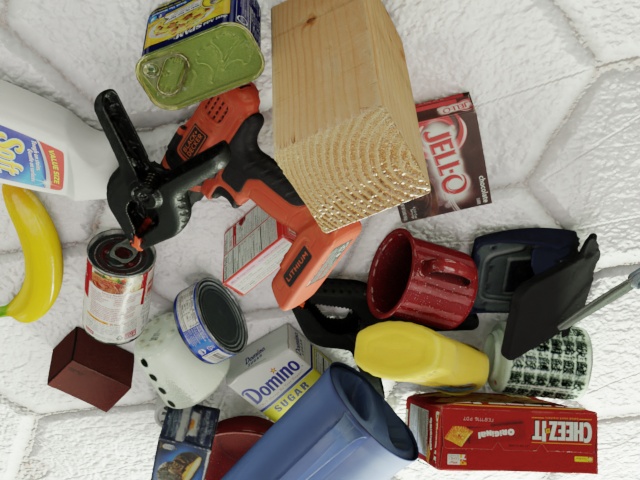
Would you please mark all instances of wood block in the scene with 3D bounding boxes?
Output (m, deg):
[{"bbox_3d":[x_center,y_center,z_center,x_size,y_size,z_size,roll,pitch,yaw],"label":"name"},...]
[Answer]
[{"bbox_3d":[0.019,-0.117,0.845,0.091,0.206,0.090,-22,129,16],"label":"wood block"}]

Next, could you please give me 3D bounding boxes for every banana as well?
[{"bbox_3d":[-0.291,0.022,1.068,0.069,0.037,0.198,10,131,-13],"label":"banana"}]

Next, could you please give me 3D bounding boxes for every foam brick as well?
[{"bbox_3d":[-0.250,0.141,1.167,0.078,0.051,0.053,32,122,-28],"label":"foam brick"}]

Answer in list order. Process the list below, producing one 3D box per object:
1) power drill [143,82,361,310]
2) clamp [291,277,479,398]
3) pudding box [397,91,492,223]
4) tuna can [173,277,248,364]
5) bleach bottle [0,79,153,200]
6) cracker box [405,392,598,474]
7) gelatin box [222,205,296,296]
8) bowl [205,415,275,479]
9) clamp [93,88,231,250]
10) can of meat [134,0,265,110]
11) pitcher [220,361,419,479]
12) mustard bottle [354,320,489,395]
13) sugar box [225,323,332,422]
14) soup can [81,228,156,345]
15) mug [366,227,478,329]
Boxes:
[{"bbox_3d":[-0.068,-0.028,0.958,0.188,0.057,0.185,45,126,11],"label":"power drill"},{"bbox_3d":[0.056,0.087,1.143,0.165,0.036,0.209,-37,128,25],"label":"clamp"},{"bbox_3d":[0.107,-0.076,0.997,0.090,0.039,0.113,-12,131,7],"label":"pudding box"},{"bbox_3d":[-0.113,0.083,1.099,0.034,0.086,0.086,-27,128,22],"label":"tuna can"},{"bbox_3d":[-0.270,-0.096,0.949,0.250,0.068,0.103,15,130,-18],"label":"bleach bottle"},{"bbox_3d":[0.187,0.205,1.155,0.164,0.072,0.214,2,174,-4],"label":"cracker box"},{"bbox_3d":[-0.057,0.001,1.036,0.030,0.073,0.089,33,122,-30],"label":"gelatin box"},{"bbox_3d":[-0.086,0.258,1.270,0.162,0.055,0.162,3,130,4],"label":"bowl"},{"bbox_3d":[-0.154,-0.057,0.925,0.120,0.039,0.172,35,138,-1],"label":"clamp"},{"bbox_3d":[-0.098,-0.164,0.879,0.102,0.084,0.057,-19,130,14],"label":"can of meat"},{"bbox_3d":[-0.026,0.255,1.135,0.243,0.145,0.149,-44,126,13],"label":"pitcher"},{"bbox_3d":[0.120,0.126,1.101,0.096,0.058,0.191,-2,166,32],"label":"mustard bottle"},{"bbox_3d":[-0.018,0.175,1.212,0.093,0.048,0.176,-32,127,22],"label":"sugar box"},{"bbox_3d":[-0.204,0.048,1.075,0.068,0.068,0.102,7,132,-9],"label":"soup can"},{"bbox_3d":[0.109,0.039,1.061,0.081,0.093,0.117,16,158,-23],"label":"mug"}]
